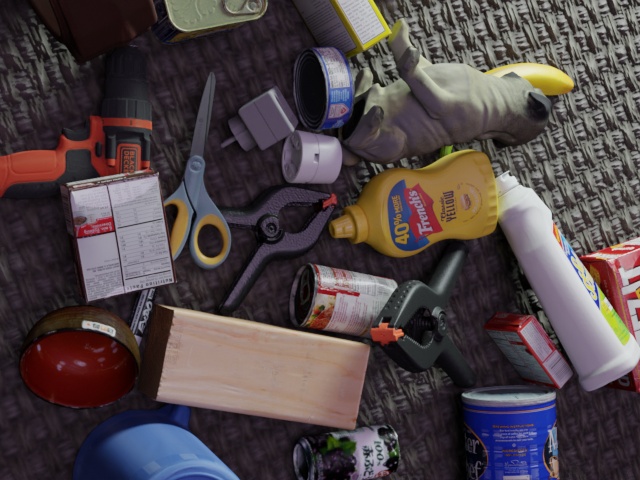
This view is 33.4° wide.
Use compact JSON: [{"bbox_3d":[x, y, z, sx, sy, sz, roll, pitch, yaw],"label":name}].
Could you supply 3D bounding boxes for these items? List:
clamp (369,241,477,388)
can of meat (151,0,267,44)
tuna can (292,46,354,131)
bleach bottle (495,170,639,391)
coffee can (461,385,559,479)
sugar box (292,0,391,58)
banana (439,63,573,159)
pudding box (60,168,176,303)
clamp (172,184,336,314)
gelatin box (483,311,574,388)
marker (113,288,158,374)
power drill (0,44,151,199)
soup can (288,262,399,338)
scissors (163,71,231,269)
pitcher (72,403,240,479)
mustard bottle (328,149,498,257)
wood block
[{"bbox_3d":[0.116,0.097,1.124,0.209,0.036,0.164,-18,101,-58],"label":"clamp"},{"bbox_3d":[-0.115,-0.233,1.063,0.102,0.084,0.057,-16,95,-21],"label":"can of meat"},{"bbox_3d":[0.003,-0.158,1.107,0.033,0.086,0.086,-8,92,-23],"label":"tuna can"},{"bbox_3d":[0.261,0.037,1.186,0.068,0.102,0.251,-33,86,23],"label":"bleach bottle"},{"bbox_3d":[0.210,0.236,1.172,0.102,0.103,0.140,-4,91,-21],"label":"coffee can"},{"bbox_3d":[-0.003,-0.272,1.102,0.048,0.093,0.176,-33,101,-19],"label":"sugar box"},{"bbox_3d":[0.203,-0.163,1.214,0.197,0.037,0.069,-29,124,-17],"label":"banana"},{"bbox_3d":[-0.190,-0.005,1.007,0.089,0.039,0.113,-12,105,-21],"label":"pudding box"},{"bbox_3d":[-0.057,0.001,1.106,0.171,0.039,0.120,-16,95,-17],"label":"clamp"},{"bbox_3d":[0.234,0.122,1.199,0.030,0.073,0.089,-41,103,-17],"label":"gelatin box"},{"bbox_3d":[-0.181,0.077,1.068,0.020,0.020,0.121,20,82,-20],"label":"marker"},{"bbox_3d":[-0.254,-0.101,1.021,0.187,0.057,0.184,1,89,-21],"label":"power drill"},{"bbox_3d":[0.026,0.065,1.122,0.102,0.069,0.068,11,85,-21],"label":"soup can"},{"bbox_3d":[-0.111,-0.059,1.068,0.096,0.016,0.201,27,82,-12],"label":"scissors"},{"bbox_3d":[-0.147,0.242,0.959,0.144,0.243,0.149,-14,93,-19],"label":"pitcher"},{"bbox_3d":[0.098,-0.034,1.155,0.191,0.058,0.096,-15,107,-21],"label":"mustard bottle"},{"bbox_3d":[-0.068,0.127,1.073,0.205,0.091,0.090,12,86,-21],"label":"wood block"}]
